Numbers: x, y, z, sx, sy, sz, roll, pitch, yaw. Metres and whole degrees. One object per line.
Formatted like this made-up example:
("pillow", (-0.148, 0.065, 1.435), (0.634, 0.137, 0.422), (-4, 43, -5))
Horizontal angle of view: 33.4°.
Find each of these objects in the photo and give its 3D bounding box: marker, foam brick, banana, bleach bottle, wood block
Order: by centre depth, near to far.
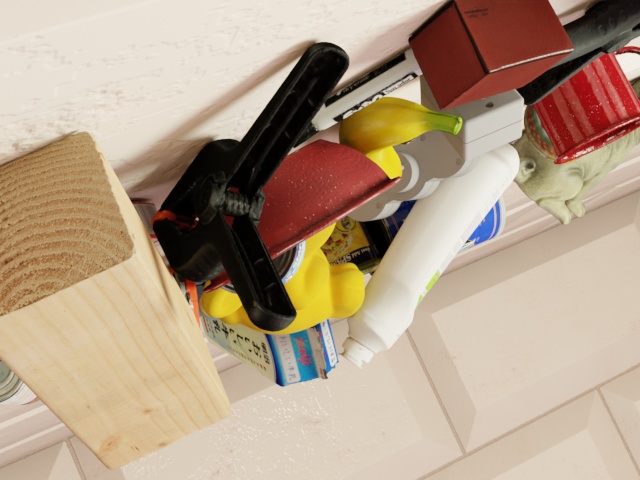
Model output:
("wood block", (-0.128, 0.044, 0.622), (0.090, 0.091, 0.206), (-24, 147, -4))
("foam brick", (0.106, -0.122, 0.665), (0.078, 0.053, 0.051), (-19, 170, -33))
("marker", (0.023, -0.095, 0.709), (0.121, 0.020, 0.020), (-28, 172, 22))
("banana", (0.045, -0.072, 0.791), (0.037, 0.069, 0.198), (-61, -176, -8))
("bleach bottle", (0.097, 0.012, 1.030), (0.251, 0.068, 0.102), (-56, 165, -4))

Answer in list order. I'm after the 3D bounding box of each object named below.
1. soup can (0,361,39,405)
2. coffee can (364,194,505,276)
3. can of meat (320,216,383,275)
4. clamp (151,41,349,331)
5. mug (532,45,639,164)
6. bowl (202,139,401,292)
("soup can", (-0.291, 0.119, 0.991), (0.068, 0.068, 0.102), (-25, 172, -3))
("coffee can", (0.111, -0.026, 1.141), (0.140, 0.103, 0.103), (-22, 172, -21))
("can of meat", (0.003, 0.007, 1.091), (0.102, 0.084, 0.057), (-23, 172, -17))
("clamp", (-0.055, -0.014, 0.650), (0.036, 0.164, 0.210), (19, 158, -27))
("mug", (0.241, -0.129, 0.934), (0.117, 0.081, 0.093), (-26, 172, 12))
("bowl", (-0.025, -0.026, 0.756), (0.162, 0.055, 0.162), (-30, -178, 1))
